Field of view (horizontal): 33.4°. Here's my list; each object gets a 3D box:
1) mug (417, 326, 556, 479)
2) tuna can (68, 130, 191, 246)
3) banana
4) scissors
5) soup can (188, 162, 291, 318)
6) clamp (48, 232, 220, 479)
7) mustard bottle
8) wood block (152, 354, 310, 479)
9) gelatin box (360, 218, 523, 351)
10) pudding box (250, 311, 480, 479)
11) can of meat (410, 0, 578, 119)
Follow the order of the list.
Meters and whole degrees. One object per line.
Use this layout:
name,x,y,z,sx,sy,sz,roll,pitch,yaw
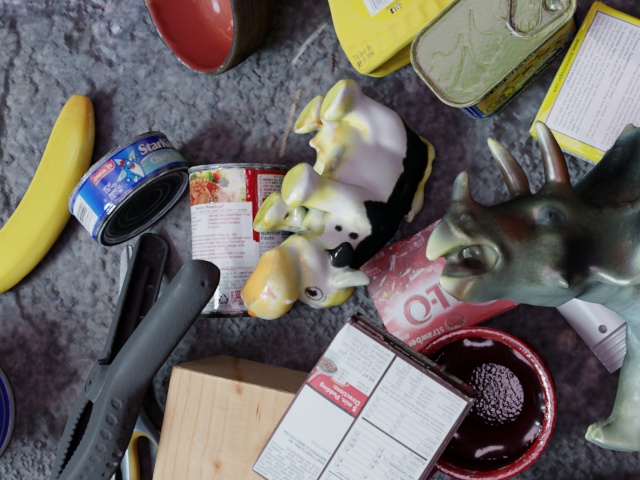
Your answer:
mug,0.097,0.108,0.672,0.093,0.081,0.117,38,99,15
tuna can,-0.131,-0.035,0.745,0.086,0.086,0.034,-43,79,12
banana,-0.224,-0.018,0.799,0.198,0.037,0.070,-46,78,11
scissors,-0.158,0.112,0.786,0.096,0.016,0.202,-16,84,16
soup can,-0.055,0.001,0.730,0.069,0.068,0.102,-3,88,17
clamp,-0.128,0.092,0.694,0.036,0.165,0.210,25,81,-20
mustard bottle,0.025,-0.213,0.715,0.096,0.058,0.192,-32,79,24
wood block,-0.060,0.189,0.714,0.090,0.090,0.206,10,92,17
gelatin box,0.079,0.027,0.706,0.089,0.030,0.073,-26,81,15
pudding box,0.026,0.112,0.627,0.090,0.039,0.113,33,98,11
can of meat,0.114,-0.125,0.672,0.102,0.083,0.057,-42,77,12
